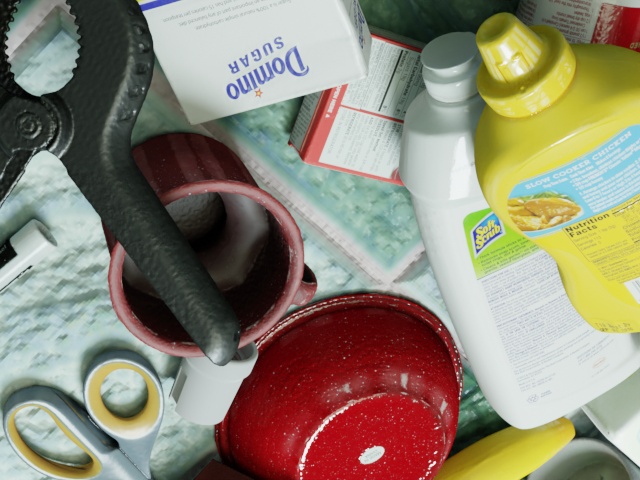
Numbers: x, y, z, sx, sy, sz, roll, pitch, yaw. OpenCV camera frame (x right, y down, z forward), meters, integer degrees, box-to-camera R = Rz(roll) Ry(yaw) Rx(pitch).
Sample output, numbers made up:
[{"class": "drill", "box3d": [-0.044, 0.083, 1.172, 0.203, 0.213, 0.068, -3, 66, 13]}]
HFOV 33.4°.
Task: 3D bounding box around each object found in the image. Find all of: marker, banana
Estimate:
[{"class": "marker", "box3d": [-0.185, 0.034, 0.538, 0.121, 0.020, 0.020, -39, 123, 3]}, {"class": "banana", "box3d": [0.080, 0.174, 0.702, 0.198, 0.037, 0.069, -41, 151, 8]}]

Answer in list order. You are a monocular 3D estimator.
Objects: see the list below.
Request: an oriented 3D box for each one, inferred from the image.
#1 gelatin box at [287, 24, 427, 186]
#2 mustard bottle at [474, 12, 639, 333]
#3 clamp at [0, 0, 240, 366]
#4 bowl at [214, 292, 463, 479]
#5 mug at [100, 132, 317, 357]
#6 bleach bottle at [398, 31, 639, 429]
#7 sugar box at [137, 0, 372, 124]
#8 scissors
[{"class": "gelatin box", "box3d": [0.037, -0.069, 0.557, 0.089, 0.030, 0.073, 11, 112, -27]}, {"class": "mustard bottle", "box3d": [0.125, -0.033, 0.483, 0.096, 0.058, 0.191, -27, 132, 24]}, {"class": "clamp", "box3d": [-0.107, -0.043, 0.450, 0.164, 0.036, 0.210, 7, 96, 5]}, {"class": "bowl", "box3d": [0.021, 0.114, 0.634, 0.162, 0.055, 0.162, -8, 119, -16]}, {"class": "mug", "box3d": [-0.053, 0.001, 0.531, 0.117, 0.081, 0.093, 20, 109, -27]}, {"class": "bleach bottle", "box3d": [0.106, -0.006, 0.572, 0.102, 0.068, 0.250, -30, 131, -6]}, {"class": "sugar box", "box3d": [-0.048, -0.143, 0.464, 0.093, 0.048, 0.176, -12, 126, 16]}, {"class": "scissors", "box3d": [-0.094, 0.134, 0.626, 0.096, 0.016, 0.201, -44, 122, 6]}]
